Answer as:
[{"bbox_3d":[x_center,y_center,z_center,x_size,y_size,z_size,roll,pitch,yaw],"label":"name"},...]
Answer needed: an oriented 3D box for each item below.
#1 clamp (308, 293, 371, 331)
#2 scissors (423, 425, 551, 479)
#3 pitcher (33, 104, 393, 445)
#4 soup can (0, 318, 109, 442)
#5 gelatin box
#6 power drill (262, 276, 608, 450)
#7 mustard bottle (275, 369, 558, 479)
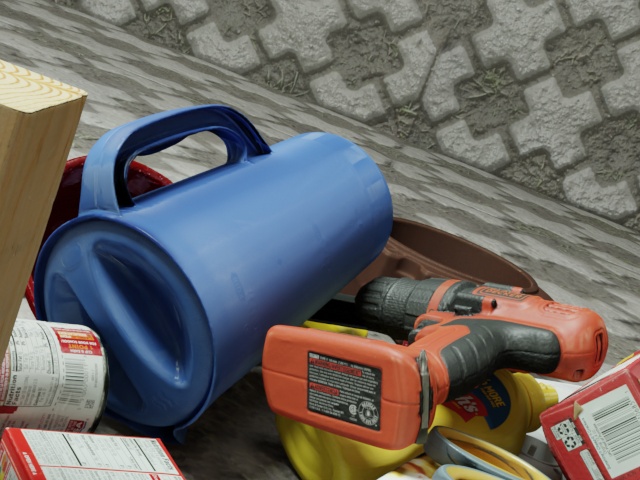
[{"bbox_3d":[-0.024,0.049,0.850,0.120,0.039,0.172,-9,31,-41],"label":"clamp"},{"bbox_3d":[0.140,0.150,0.549,0.202,0.016,0.096,25,13,20],"label":"scissors"},{"bbox_3d":[-0.054,0.001,0.680,0.145,0.149,0.242,42,37,11],"label":"pitcher"},{"bbox_3d":[-0.171,0.073,0.559,0.102,0.068,0.069,11,17,-40],"label":"soup can"},{"bbox_3d":[-0.109,0.125,0.528,0.089,0.030,0.073,13,14,-34],"label":"gelatin box"},{"bbox_3d":[0.054,0.062,0.647,0.185,0.057,0.187,7,14,41],"label":"power drill"},{"bbox_3d":[0.074,0.115,0.688,0.191,0.058,0.096,-5,27,-28],"label":"mustard bottle"}]
